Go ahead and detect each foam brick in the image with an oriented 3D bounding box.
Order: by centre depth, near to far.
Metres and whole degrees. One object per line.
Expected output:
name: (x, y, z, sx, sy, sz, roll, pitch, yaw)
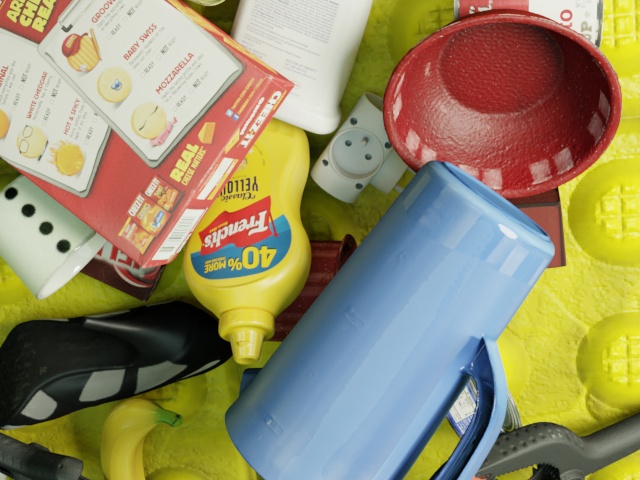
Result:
foam brick: (0.158, -0.014, 0.814, 0.051, 0.078, 0.053, -5, 106, 12)

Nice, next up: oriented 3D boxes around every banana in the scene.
banana: (-0.166, 0.194, 0.938, 0.070, 0.037, 0.198, 45, 141, 24)

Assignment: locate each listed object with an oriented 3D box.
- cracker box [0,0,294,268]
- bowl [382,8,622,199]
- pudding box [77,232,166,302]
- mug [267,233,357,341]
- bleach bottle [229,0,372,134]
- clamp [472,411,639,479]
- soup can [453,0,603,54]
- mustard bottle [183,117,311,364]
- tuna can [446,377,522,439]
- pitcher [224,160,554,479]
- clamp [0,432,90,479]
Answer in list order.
cracker box: (-0.152, -0.108, 0.772, 0.214, 0.072, 0.164, 37, 101, 10)
bowl: (0.125, -0.104, 0.745, 0.162, 0.055, 0.162, 5, 137, 4)
pudding box: (-0.176, -0.013, 0.890, 0.113, 0.039, 0.090, 26, 112, 1)
mug: (-0.013, 0.048, 0.866, 0.081, 0.093, 0.117, 0, 146, 14)
bleach bottle: (0.007, -0.212, 0.778, 0.102, 0.068, 0.251, 22, 109, 2)
clamp: (0.199, 0.181, 0.854, 0.209, 0.036, 0.165, 18, 110, -32)
soup can: (0.148, -0.169, 0.766, 0.102, 0.068, 0.068, 0, 109, 10)
mustard bottle: (-0.055, 0.001, 0.805, 0.096, 0.058, 0.191, -8, 63, 12)
tuna can: (0.127, 0.130, 0.865, 0.034, 0.086, 0.086, -33, 101, 20)
pitcher: (0.058, 0.075, 0.739, 0.149, 0.145, 0.243, 33, 102, -8)
clamp: (-0.242, 0.204, 0.935, 0.172, 0.039, 0.120, 12, 146, 35)
